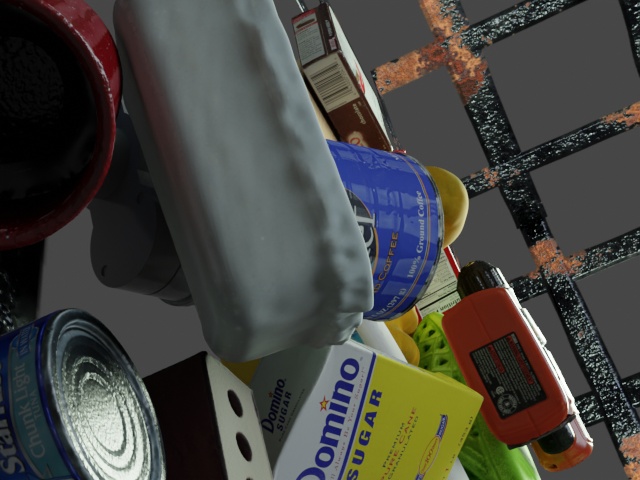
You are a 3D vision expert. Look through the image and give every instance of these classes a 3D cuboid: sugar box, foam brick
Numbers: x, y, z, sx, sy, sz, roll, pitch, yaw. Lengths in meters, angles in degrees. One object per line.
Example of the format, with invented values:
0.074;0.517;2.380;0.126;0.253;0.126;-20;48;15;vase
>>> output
0.024;0.109;0.622;0.048;0.093;0.176;23;-2;37;sugar box
-0.055;0.099;0.468;0.053;0.051;0.078;52;18;-53;foam brick

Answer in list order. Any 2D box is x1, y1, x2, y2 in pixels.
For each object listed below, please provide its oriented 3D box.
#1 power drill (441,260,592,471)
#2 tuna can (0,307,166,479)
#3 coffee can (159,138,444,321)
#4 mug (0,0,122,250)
0.143;0.086;0.805;0.184;0.057;0.187;63;12;17;power drill
-0.092;0.069;0.396;0.086;0.034;0.086;-24;90;-80;tuna can
-0.017;-0.009;0.595;0.140;0.103;0.103;8;51;-37;coffee can
-0.127;-0.058;0.388;0.117;0.093;0.081;26;16;-11;mug
